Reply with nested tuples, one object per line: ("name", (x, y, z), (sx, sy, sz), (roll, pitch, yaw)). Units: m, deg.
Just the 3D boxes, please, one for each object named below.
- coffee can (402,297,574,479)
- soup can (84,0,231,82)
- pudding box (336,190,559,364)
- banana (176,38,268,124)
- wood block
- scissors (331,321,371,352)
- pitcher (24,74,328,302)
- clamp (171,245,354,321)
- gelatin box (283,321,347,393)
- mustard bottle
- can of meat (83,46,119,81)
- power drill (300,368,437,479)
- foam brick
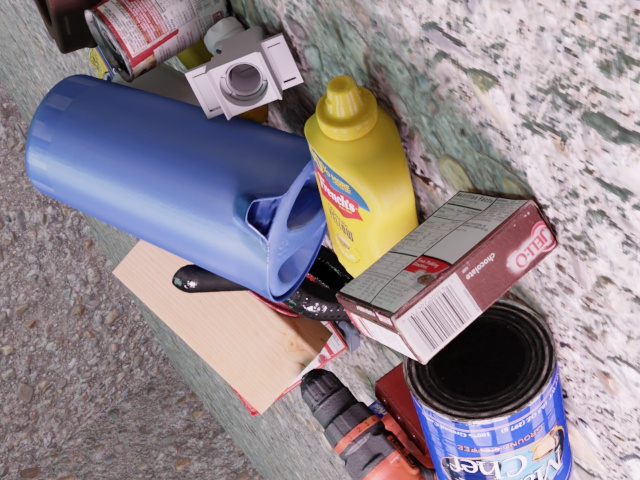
("coffee can", (0.121, 0.122, 0.751), (0.103, 0.102, 0.140), (42, 161, 42))
("soup can", (-0.133, -0.186, 0.882), (0.068, 0.102, 0.068), (50, 165, 18))
("pudding box", (0.075, 0.018, 0.645), (0.039, 0.113, 0.090), (56, 167, -16))
("banana", (-0.098, -0.154, 0.942), (0.198, 0.037, 0.069), (48, -171, 28))
("wood block", (-0.097, 0.064, 1.089), (0.206, 0.091, 0.090), (43, -166, 2))
("scissors", (0.041, 0.104, 1.147), (0.202, 0.016, 0.096), (34, 157, 56))
("pitcher", (-0.111, -0.051, 0.882), (0.243, 0.144, 0.149), (21, 141, 16))
("clamp", (-0.040, 0.027, 0.965), (0.210, 0.036, 0.164), (28, -147, -12))
("gelatin box", (-0.026, 0.111, 1.159), (0.073, 0.089, 0.030), (55, 172, -1))
("mustard bottle", (0.029, -0.045, 0.763), (0.096, 0.058, 0.191), (51, 166, 36))
("can of meat", (-0.243, -0.223, 1.250), (0.084, 0.057, 0.102), (60, 165, -11))
("power drill", (0.065, 0.204, 1.065), (0.184, 0.057, 0.187), (51, -169, 18))
("foam brick", (0.095, 0.156, 1.014), (0.078, 0.051, 0.053), (49, 165, 21))
